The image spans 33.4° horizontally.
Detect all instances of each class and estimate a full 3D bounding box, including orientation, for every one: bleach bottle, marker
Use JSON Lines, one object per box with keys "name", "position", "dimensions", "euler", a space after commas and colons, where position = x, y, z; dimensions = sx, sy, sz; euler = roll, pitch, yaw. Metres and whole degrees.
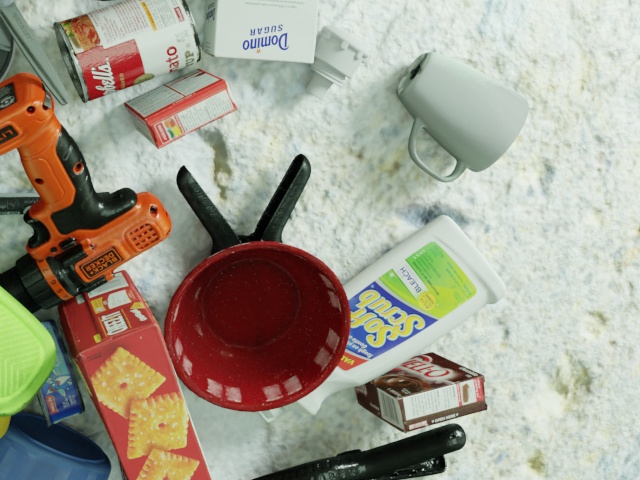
{"name": "bleach bottle", "position": [0.046, 0.088, 1.000], "dimensions": [0.250, 0.068, 0.102], "euler": [-38, 84, -7]}
{"name": "marker", "position": [-0.232, -0.031, 0.896], "dimensions": [0.121, 0.020, 0.020], "euler": [-2, 104, -20]}

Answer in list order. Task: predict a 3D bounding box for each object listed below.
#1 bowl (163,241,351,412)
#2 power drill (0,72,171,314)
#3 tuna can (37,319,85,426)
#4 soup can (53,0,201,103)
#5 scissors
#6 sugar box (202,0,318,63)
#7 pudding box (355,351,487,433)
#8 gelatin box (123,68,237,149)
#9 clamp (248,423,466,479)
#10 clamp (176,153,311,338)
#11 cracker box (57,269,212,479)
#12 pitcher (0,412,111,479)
{"name": "bowl", "position": [-0.057, 0.067, 0.932], "dimensions": [0.162, 0.055, 0.162], "euler": [-4, 112, -10]}
{"name": "power drill", "position": [-0.235, -0.026, 0.850], "dimensions": [0.184, 0.057, 0.187], "euler": [-31, 131, -2]}
{"name": "tuna can", "position": [-0.227, 0.111, 0.898], "dimensions": [0.033, 0.086, 0.086], "euler": [-19, 109, -17]}
{"name": "soup can", "position": [-0.156, -0.160, 0.866], "dimensions": [0.102, 0.069, 0.068], "euler": [-22, 110, -15]}
{"name": "scissors", "position": [-0.235, -0.199, 0.808], "dimensions": [0.201, 0.016, 0.096], "euler": [46, 53, -6]}
{"name": "sugar box", "position": [-0.046, -0.241, 0.901], "dimensions": [0.093, 0.048, 0.176], "euler": [1, 107, -21]}
{"name": "pudding box", "position": [0.093, 0.142, 1.014], "dimensions": [0.090, 0.114, 0.039], "euler": [-13, 102, -18]}
{"name": "gelatin box", "position": [-0.116, -0.110, 0.882], "dimensions": [0.073, 0.089, 0.030], "euler": [-28, 113, -12]}
{"name": "clamp", "position": [0.037, 0.216, 1.011], "dimensions": [0.209, 0.165, 0.036], "euler": [-10, 69, -11]}
{"name": "clamp", "position": [-0.056, 0.001, 0.961], "dimensions": [0.120, 0.039, 0.171], "euler": [-13, 114, -8]}
{"name": "cracker box", "position": [-0.150, 0.150, 0.895], "dimensions": [0.072, 0.164, 0.214], "euler": [-20, 109, -14]}
{"name": "pitcher", "position": [-0.285, 0.269, 0.903], "dimensions": [0.149, 0.145, 0.243], "euler": [26, 89, -37]}
